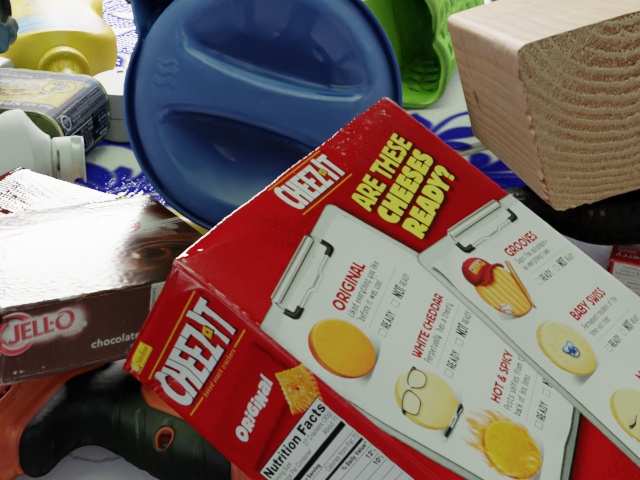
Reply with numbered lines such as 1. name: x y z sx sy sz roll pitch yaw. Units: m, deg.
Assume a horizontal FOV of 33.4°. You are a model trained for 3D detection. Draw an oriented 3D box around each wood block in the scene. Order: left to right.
1. wood block: 0.143 -0.094 0.633 0.090 0.091 0.206 -15 17 1

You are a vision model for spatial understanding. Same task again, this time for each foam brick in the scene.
1. foam brick: -0.157 -0.001 0.604 0.078 0.053 0.051 15 33 25

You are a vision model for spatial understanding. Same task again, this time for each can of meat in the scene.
1. can of meat: -0.205 -0.080 0.734 0.102 0.057 0.083 7 29 11

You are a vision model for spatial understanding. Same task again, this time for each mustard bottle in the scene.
1. mustard bottle: -0.216 -0.161 0.871 0.096 0.058 0.192 -5 30 -18

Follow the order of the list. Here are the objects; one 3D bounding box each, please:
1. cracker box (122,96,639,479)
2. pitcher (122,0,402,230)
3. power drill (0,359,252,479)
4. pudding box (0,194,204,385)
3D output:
1. cracker box: 0.058 0.058 0.410 0.214 0.072 0.164 39 39 7
2. pitcher: -0.020 -0.073 0.617 0.145 0.149 0.243 -2 8 1
3. power drill: -0.057 0.063 0.495 0.188 0.057 0.184 10 35 20
4. pudding box: -0.103 0.017 0.462 0.113 0.039 0.090 -8 28 -36
